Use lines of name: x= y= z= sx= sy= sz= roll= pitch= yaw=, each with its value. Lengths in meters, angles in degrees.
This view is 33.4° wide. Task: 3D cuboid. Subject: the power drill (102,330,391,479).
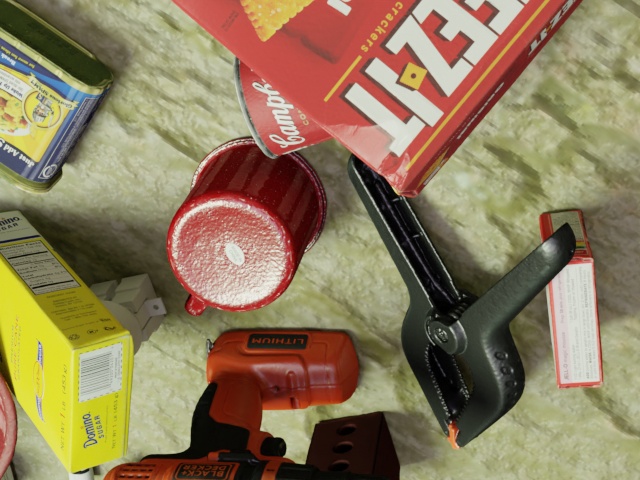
power drill: x=-0.026 y=0.123 z=0.671 sx=0.184 sy=0.187 sz=0.057 roll=0 pitch=113 yaw=12

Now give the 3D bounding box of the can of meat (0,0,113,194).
can of meat: x=-0.192 y=-0.094 z=0.672 sx=0.102 sy=0.057 sz=0.084 roll=34 pitch=114 yaw=-7

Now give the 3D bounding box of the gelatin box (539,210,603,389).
gelatin box: x=0.155 y=0.036 z=0.659 sx=0.030 sy=0.073 sz=0.089 roll=-6 pitch=113 yaw=11

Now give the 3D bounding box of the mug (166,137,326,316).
mug: x=-0.054 y=0.001 z=0.677 sx=0.093 sy=0.081 sz=0.117 roll=35 pitch=116 yaw=-7

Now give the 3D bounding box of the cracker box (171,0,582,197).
cracker box: x=0.016 y=-0.151 z=0.550 sx=0.214 sy=0.072 sz=0.164 roll=41 pitch=100 yaw=8

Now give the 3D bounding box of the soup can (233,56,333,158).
soup can: x=0.009 y=-0.095 z=0.628 sx=0.102 sy=0.068 sz=0.068 roll=-16 pitch=111 yaw=16

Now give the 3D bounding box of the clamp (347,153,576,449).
clamp: x=0.093 y=0.049 z=0.663 sx=0.165 sy=0.036 sz=0.210 roll=21 pitch=133 yaw=46

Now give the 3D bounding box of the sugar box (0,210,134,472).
sugar box: x=-0.181 y=0.059 z=0.689 sx=0.176 sy=0.048 sz=0.093 roll=34 pitch=126 yaw=42

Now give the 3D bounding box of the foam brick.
foam brick: x=0.023 y=0.164 z=0.742 sx=0.053 sy=0.078 sz=0.051 roll=-13 pitch=111 yaw=14
